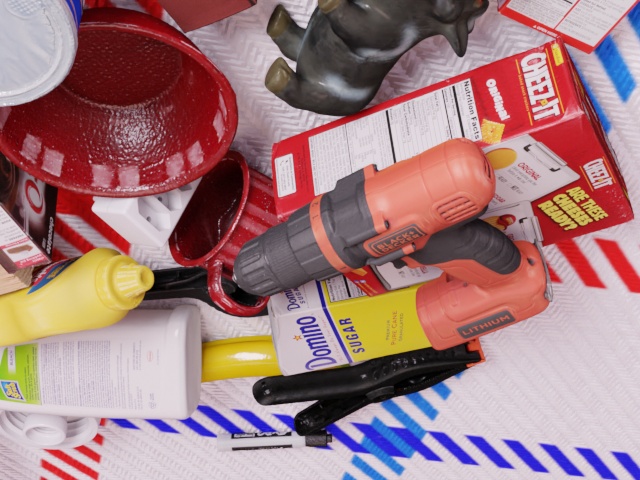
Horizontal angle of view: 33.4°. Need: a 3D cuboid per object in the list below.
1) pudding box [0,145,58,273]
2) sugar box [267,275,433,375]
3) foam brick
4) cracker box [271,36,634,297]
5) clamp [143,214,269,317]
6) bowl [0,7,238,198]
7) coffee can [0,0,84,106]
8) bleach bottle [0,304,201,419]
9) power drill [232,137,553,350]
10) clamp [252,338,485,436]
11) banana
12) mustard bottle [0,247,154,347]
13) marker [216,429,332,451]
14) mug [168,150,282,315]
[{"bbox_3d":[-0.218,-0.048,0.736,0.039,0.113,0.090,-16,139,13],"label":"pudding box"},{"bbox_3d":[0.046,0.059,0.892,0.176,0.048,0.093,-13,141,-6],"label":"sugar box"},{"bbox_3d":[-0.078,-0.173,0.632,0.051,0.053,0.078,-20,136,22],"label":"foam brick"},{"bbox_3d":[0.095,-0.043,0.758,0.214,0.072,0.164,-18,150,20],"label":"cracker box"},{"bbox_3d":[-0.085,0.021,0.878,0.171,0.039,0.120,8,144,-19],"label":"clamp"},{"bbox_3d":[-0.134,-0.098,0.694,0.162,0.055,0.162,-3,144,-3],"label":"bowl"},{"bbox_3d":[-0.175,-0.158,0.581,0.103,0.140,0.103,0,140,0],"label":"coffee can"},{"bbox_3d":[-0.235,0.104,0.948,0.251,0.068,0.102,2,97,8],"label":"bleach bottle"},{"bbox_3d":[0.059,0.016,0.718,0.185,0.057,0.187,-23,147,26],"label":"power drill"},{"bbox_3d":[0.045,0.128,0.980,0.210,0.036,0.164,-21,157,13],"label":"clamp"},{"bbox_3d":[-0.071,0.116,0.993,0.198,0.037,0.069,-2,140,2],"label":"banana"},{"bbox_3d":[-0.203,0.043,0.831,0.192,0.096,0.058,-12,104,36],"label":"mustard bottle"},{"bbox_3d":[-0.048,0.210,1.120,0.121,0.020,0.020,-3,140,3],"label":"marker"},{"bbox_3d":[-0.055,0.001,0.797,0.081,0.117,0.093,27,143,-36],"label":"mug"}]
